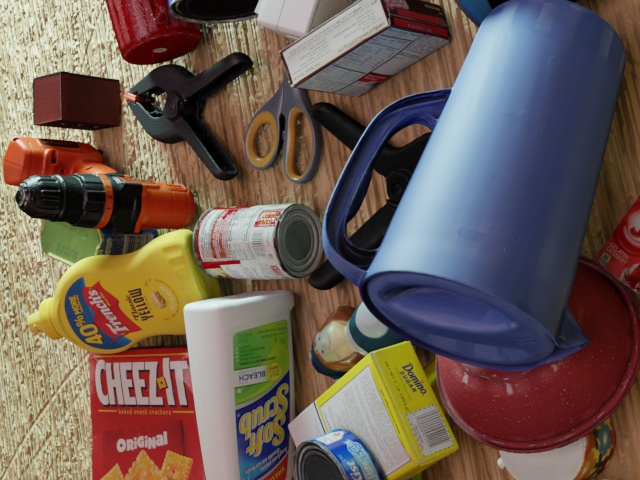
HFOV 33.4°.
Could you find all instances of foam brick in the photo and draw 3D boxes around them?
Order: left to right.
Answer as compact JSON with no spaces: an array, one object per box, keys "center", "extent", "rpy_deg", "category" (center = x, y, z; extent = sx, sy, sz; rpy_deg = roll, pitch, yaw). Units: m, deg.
[{"center":[-0.258,-0.146,1.127],"extent":[0.053,0.078,0.051],"rpy_deg":[-4,87,41],"category":"foam brick"}]

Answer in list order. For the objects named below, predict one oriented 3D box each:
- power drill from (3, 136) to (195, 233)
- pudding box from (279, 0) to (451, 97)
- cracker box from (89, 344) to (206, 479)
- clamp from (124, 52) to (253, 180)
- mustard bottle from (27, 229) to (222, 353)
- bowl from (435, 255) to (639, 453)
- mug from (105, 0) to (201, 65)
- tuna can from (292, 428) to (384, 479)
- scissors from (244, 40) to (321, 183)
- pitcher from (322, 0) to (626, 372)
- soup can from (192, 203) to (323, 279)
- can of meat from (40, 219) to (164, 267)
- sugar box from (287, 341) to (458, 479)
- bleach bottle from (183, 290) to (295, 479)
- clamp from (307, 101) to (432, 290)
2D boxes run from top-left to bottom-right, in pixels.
[{"center":[-0.243,-0.055,1.059],"extent":[0.188,0.184,0.057],"rpy_deg":[27,106,46],"category":"power drill"},{"center":[0.037,-0.160,0.879],"extent":[0.114,0.089,0.039],"rpy_deg":[-28,73,36],"category":"pudding box"},{"center":[-0.149,0.210,1.038],"extent":[0.164,0.071,0.214],"rpy_deg":[-7,85,39],"category":"cracker box"},{"center":[-0.131,-0.121,1.049],"extent":[0.172,0.039,0.120],"rpy_deg":[5,88,45],"category":"clamp"},{"center":[-0.195,0.058,1.021],"extent":[0.192,0.058,0.096],"rpy_deg":[-15,111,16],"category":"mustard bottle"},{"center":[0.145,0.067,0.767],"extent":[0.162,0.055,0.162],"rpy_deg":[-19,52,26],"category":"bowl"},{"center":[-0.162,-0.226,1.035],"extent":[0.117,0.093,0.081],"rpy_deg":[141,113,-71],"category":"mug"},{"center":[0.015,0.192,0.836],"extent":[0.086,0.033,0.086],"rpy_deg":[32,130,48],"category":"tuna can"},{"center":[-0.037,-0.150,0.986],"extent":[0.096,0.016,0.202],"rpy_deg":[-9,84,39],"category":"scissors"},{"center":[0.117,-0.047,0.728],"extent":[0.145,0.149,0.242],"rpy_deg":[-4,56,46],"category":"pitcher"},{"center":[-0.056,0.001,0.967],"extent":[0.102,0.068,0.068],"rpy_deg":[-2,88,39],"category":"soup can"},{"center":[-0.225,-0.001,1.094],"extent":[0.102,0.083,0.057],"rpy_deg":[19,101,38],"category":"can of meat"},{"center":[0.037,0.158,0.866],"extent":[0.093,0.048,0.176],"rpy_deg":[67,150,17],"category":"sugar box"},{"center":[-0.061,0.175,0.962],"extent":[0.068,0.102,0.251],"rpy_deg":[-4,93,47],"category":"bleach bottle"},{"center":[0.068,-0.051,0.886],"extent":[0.210,0.036,0.164],"rpy_deg":[-10,84,37],"category":"clamp"}]
